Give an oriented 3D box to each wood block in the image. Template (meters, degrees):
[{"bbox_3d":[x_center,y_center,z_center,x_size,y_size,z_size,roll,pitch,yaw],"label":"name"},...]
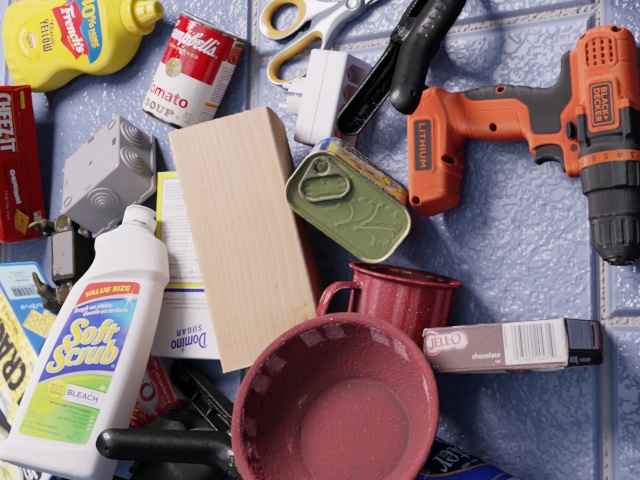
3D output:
[{"bbox_3d":[-0.056,0.001,0.916,0.091,0.090,0.206,-15,84,6],"label":"wood block"}]

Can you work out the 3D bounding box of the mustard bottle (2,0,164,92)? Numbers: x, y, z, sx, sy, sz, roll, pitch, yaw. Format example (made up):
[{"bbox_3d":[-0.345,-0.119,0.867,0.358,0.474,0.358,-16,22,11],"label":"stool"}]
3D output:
[{"bbox_3d":[-0.241,-0.217,1.103,0.192,0.058,0.096,-8,88,30],"label":"mustard bottle"}]

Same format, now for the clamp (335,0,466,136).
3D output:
[{"bbox_3d":[0.079,-0.160,0.875,0.171,0.039,0.120,-60,24,-6],"label":"clamp"}]

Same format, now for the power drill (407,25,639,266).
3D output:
[{"bbox_3d":[0.163,-0.065,0.841,0.188,0.057,0.184,-6,78,28],"label":"power drill"}]

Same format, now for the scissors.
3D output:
[{"bbox_3d":[0.017,-0.223,0.971,0.202,0.016,0.096,-42,65,20],"label":"scissors"}]

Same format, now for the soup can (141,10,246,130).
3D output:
[{"bbox_3d":[-0.122,-0.159,1.018,0.069,0.068,0.102,31,101,30],"label":"soup can"}]

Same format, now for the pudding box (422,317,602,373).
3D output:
[{"bbox_3d":[0.147,0.081,0.813,0.114,0.089,0.039,-5,83,30],"label":"pudding box"}]

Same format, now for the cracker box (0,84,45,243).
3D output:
[{"bbox_3d":[-0.405,-0.082,1.160,0.214,0.072,0.164,2,101,32],"label":"cracker box"}]

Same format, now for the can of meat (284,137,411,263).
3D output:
[{"bbox_3d":[0.026,-0.037,0.882,0.102,0.084,0.057,36,107,-5],"label":"can of meat"}]

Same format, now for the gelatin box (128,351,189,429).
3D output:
[{"bbox_3d":[-0.174,0.136,1.038,0.073,0.030,0.089,-37,68,23],"label":"gelatin box"}]

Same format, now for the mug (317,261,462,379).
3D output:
[{"bbox_3d":[0.052,0.065,0.863,0.093,0.117,0.081,20,101,63],"label":"mug"}]

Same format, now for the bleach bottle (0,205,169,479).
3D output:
[{"bbox_3d":[-0.202,0.087,0.963,0.103,0.068,0.251,10,72,12],"label":"bleach bottle"}]

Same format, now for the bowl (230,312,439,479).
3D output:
[{"bbox_3d":[0.017,0.138,0.797,0.162,0.055,0.162,-10,61,19],"label":"bowl"}]

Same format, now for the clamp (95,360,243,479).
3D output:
[{"bbox_3d":[-0.071,0.170,0.930,0.210,0.164,0.036,17,112,4],"label":"clamp"}]

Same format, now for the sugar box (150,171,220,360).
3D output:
[{"bbox_3d":[-0.109,0.023,1.003,0.093,0.048,0.176,0,88,31],"label":"sugar box"}]

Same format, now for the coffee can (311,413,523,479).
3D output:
[{"bbox_3d":[0.077,0.202,0.834,0.140,0.102,0.103,24,97,31],"label":"coffee can"}]
